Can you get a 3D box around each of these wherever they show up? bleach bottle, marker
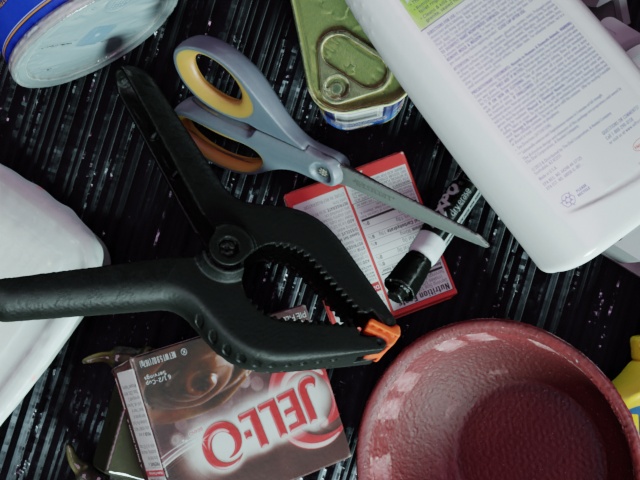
[{"bbox_3d":[0.077,-0.111,0.519,0.102,0.068,0.251,-36,90,-10],"label":"bleach bottle"},{"bbox_3d":[0.070,-0.013,0.588,0.020,0.020,0.121,34,63,3],"label":"marker"}]

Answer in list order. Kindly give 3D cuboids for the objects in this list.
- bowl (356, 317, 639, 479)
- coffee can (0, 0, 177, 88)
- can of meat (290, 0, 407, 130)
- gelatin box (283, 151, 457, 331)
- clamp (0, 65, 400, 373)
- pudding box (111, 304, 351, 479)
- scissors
[{"bbox_3d":[0.101,0.122,0.570,0.162,0.055,0.162,-2,87,32],"label":"bowl"},{"bbox_3d":[-0.157,-0.171,0.590,0.103,0.103,0.140,-31,86,1],"label":"coffee can"},{"bbox_3d":[0.016,-0.115,0.588,0.057,0.084,0.102,-11,87,1],"label":"can of meat"},{"bbox_3d":[0.028,0.003,0.610,0.073,0.030,0.089,-21,86,0],"label":"gelatin box"},{"bbox_3d":[-0.054,0.001,0.567,0.210,0.036,0.164,21,62,-6],"label":"clamp"},{"bbox_3d":[-0.047,0.093,0.581,0.113,0.039,0.090,-16,86,-31],"label":"pudding box"},{"bbox_3d":[-0.006,-0.056,0.562,0.202,0.096,0.016,17,51,32],"label":"scissors"}]
